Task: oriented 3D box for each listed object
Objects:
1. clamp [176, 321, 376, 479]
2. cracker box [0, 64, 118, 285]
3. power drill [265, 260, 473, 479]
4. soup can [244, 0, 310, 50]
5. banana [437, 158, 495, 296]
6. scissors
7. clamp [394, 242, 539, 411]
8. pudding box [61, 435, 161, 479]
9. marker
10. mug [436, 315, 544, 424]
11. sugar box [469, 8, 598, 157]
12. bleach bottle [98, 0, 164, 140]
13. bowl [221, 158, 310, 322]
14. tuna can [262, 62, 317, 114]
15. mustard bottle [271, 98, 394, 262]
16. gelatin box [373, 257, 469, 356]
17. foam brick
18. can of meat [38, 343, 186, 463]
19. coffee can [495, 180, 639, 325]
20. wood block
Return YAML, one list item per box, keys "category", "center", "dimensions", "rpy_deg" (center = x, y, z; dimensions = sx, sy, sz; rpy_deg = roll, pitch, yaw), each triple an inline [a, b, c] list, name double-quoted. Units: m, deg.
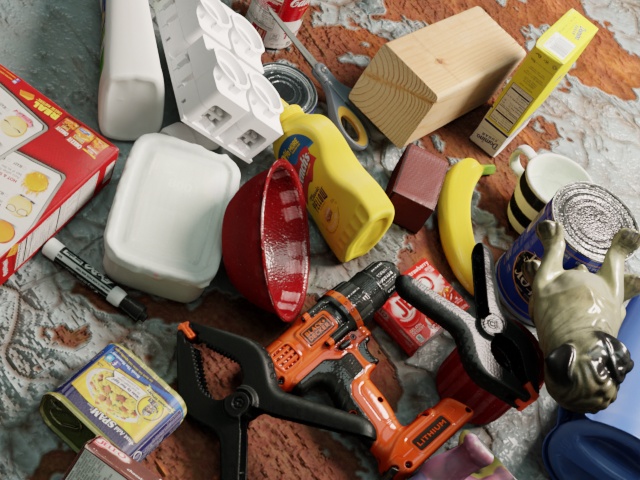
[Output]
- category: "clamp"
  center: [-0.074, 0.162, 0.974]
  dimensions: [0.164, 0.036, 0.210]
  rpy_deg: [-44, 66, -8]
- category: "cracker box"
  center: [-0.326, -0.055, 1.022]
  dimensions: [0.164, 0.072, 0.213]
  rpy_deg: [35, 53, 5]
- category: "power drill"
  center: [0.057, 0.128, 1.041]
  dimensions: [0.184, 0.057, 0.188]
  rpy_deg: [-39, 75, -22]
- category: "soup can"
  center: [-0.048, -0.283, 1.260]
  dimensions: [0.068, 0.102, 0.068]
  rpy_deg: [10, 55, -15]
- category: "banana"
  center: [0.164, -0.028, 1.211]
  dimensions: [0.069, 0.037, 0.197]
  rpy_deg: [18, 53, -7]
- category: "scissors"
  center: [0.000, -0.177, 1.218]
  dimensions: [0.201, 0.016, 0.096]
  rpy_deg: [40, 40, -16]
- category: "clamp"
  center: [0.161, 0.080, 1.032]
  dimensions: [0.120, 0.039, 0.171]
  rpy_deg: [-32, 79, -29]
- category: "pudding box"
  center: [-0.168, 0.230, 0.880]
  dimensions: [0.113, 0.090, 0.039]
  rpy_deg: [36, 10, 6]
- category: "marker"
  center: [-0.216, 0.040, 1.032]
  dimensions: [0.121, 0.020, 0.020]
  rpy_deg: [36, 53, 5]
- category: "mug"
  center: [0.168, 0.124, 1.082]
  dimensions: [0.093, 0.082, 0.117]
  rpy_deg: [10, 55, -15]
- category: "sugar box"
  center: [0.249, -0.182, 1.259]
  dimensions: [0.048, 0.176, 0.093]
  rpy_deg: [40, 53, 10]
- category: "bleach bottle"
  center: [-0.215, -0.234, 1.179]
  dimensions: [0.068, 0.103, 0.251]
  rpy_deg: [-1, 51, -14]
- category: "bowl"
  center: [-0.057, 0.001, 1.058]
  dimensions: [0.055, 0.162, 0.162]
  rpy_deg: [-3, 53, 16]
- category: "tuna can"
  center: [-0.047, -0.162, 1.222]
  dimensions: [0.086, 0.034, 0.086]
  rpy_deg: [10, 55, -15]
- category: "mustard bottle"
  center: [0.000, -0.077, 1.144]
  dimensions: [0.058, 0.096, 0.192]
  rpy_deg: [-22, 68, -31]
- category: "gelatin box"
  center: [0.102, 0.070, 1.126]
  dimensions: [0.089, 0.030, 0.073]
  rpy_deg: [-33, 73, -35]
- category: "foam brick"
  center: [0.104, -0.058, 1.199]
  dimensions: [0.051, 0.053, 0.078]
  rpy_deg: [24, 54, -4]
- category: "can of meat"
  center: [-0.182, 0.151, 0.947]
  dimensions: [0.102, 0.058, 0.083]
  rpy_deg: [41, 51, 8]
- category: "coffee can"
  center: [0.263, 0.017, 1.153]
  dimensions: [0.102, 0.140, 0.103]
  rpy_deg: [10, 55, -15]
- category: "wood block"
  center: [0.141, -0.197, 1.260]
  dimensions: [0.091, 0.090, 0.205]
  rpy_deg: [47, 43, 12]
